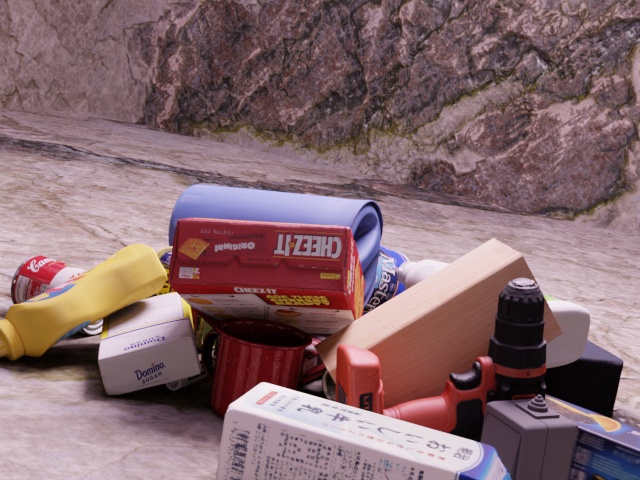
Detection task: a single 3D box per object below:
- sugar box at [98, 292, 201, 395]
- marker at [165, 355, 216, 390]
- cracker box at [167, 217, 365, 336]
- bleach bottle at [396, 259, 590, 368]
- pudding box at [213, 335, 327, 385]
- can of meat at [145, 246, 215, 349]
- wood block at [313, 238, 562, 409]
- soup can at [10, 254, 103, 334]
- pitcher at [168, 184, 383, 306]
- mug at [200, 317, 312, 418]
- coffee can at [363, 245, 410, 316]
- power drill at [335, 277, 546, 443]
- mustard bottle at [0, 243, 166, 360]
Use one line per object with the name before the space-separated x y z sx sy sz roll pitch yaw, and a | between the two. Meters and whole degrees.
sugar box | -0.173 0.101 1.079 0.093 0.048 0.176 -14 16 -6
marker | -0.120 0.132 1.095 0.020 0.020 0.121 14 10 22
cracker box | -0.044 0.040 1.053 0.164 0.072 0.213 2 -16 7
bleach bottle | 0.172 0.070 1.190 0.102 0.068 0.251 -1 15 -38
pudding box | -0.047 0.120 1.176 0.114 0.039 0.089 14 12 26
can of meat | -0.147 0.066 1.207 0.084 0.102 0.057 17 12 27
wood block | 0.109 0.094 1.014 0.206 0.091 0.090 -31 14 -2
soup can | -0.286 0.061 1.196 0.102 0.068 0.068 16 12 28
pitcher | -0.058 0.002 1.261 0.243 0.149 0.145 9 52 22
mug | -0.069 0.122 1.018 0.117 0.081 0.093 16 12 32
coffee can | 0.040 0.044 1.412 0.140 0.103 0.103 22 0 -37
power drill | 0.109 0.125 0.939 0.187 0.184 0.057 -2 14 -11
mustard bottle | -0.254 0.069 1.080 0.191 0.058 0.096 -30 8 -31
